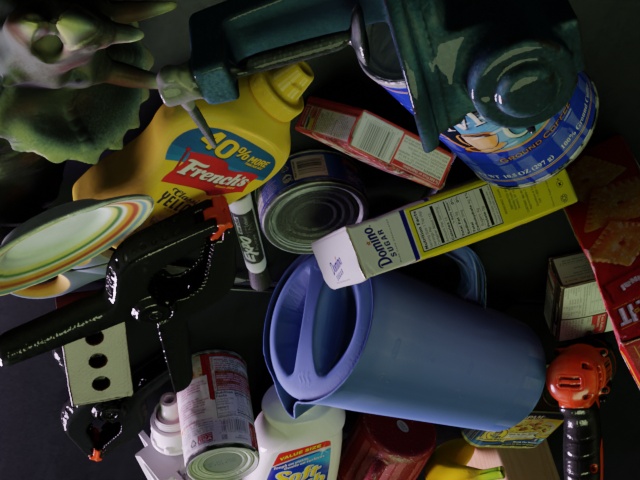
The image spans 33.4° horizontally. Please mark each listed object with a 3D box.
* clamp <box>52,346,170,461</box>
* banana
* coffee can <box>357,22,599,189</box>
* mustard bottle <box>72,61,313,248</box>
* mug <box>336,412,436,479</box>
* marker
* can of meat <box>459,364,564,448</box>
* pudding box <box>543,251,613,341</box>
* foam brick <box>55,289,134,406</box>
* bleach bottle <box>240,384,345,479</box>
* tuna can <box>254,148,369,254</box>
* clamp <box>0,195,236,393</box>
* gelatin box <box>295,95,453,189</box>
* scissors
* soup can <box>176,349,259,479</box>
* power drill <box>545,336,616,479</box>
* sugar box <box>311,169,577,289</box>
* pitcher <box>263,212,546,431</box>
[{"bbox_3d":[-0.200,0.140,0.967,0.120,0.039,0.172,17,127,-21],"label":"clamp"},{"bbox_3d":[0.140,0.235,1.093,0.069,0.037,0.198,-9,179,-2],"label":"banana"},{"bbox_3d":[0.104,-0.110,0.694,0.103,0.103,0.140,-32,137,23],"label":"coffee can"},{"bbox_3d":[-0.078,-0.062,0.739,0.192,0.058,0.096,-37,136,27],"label":"mustard bottle"},{"bbox_3d":[0.062,0.218,1.076,0.093,0.117,0.082,31,130,9],"label":"mug"},{"bbox_3d":[-0.056,0.001,0.851,0.020,0.020,0.121,-12,141,-1],"label":"marker"},{"bbox_3d":[0.202,0.171,1.097,0.102,0.057,0.084,6,140,-21],"label":"can of meat"},{"bbox_3d":[0.264,0.044,0.974,0.113,0.039,0.090,-13,139,-3],"label":"pudding box"},{"bbox_3d":[-0.184,0.086,0.872,0.053,0.051,0.078,-9,118,-12],"label":"foam brick"},{"bbox_3d":[-0.032,0.199,1.017,0.102,0.068,0.251,-5,142,-8],"label":"bleach bottle"},{"bbox_3d":[-0.006,-0.028,0.817,0.086,0.034,0.086,-7,141,-6],"label":"tuna can"},{"bbox_3d":[-0.118,0.046,0.787,0.164,0.036,0.210,21,129,-40],"label":"clamp"},{"bbox_3d":[0.038,-0.068,0.749,0.089,0.073,0.030,22,92,-34],"label":"gelatin box"},{"bbox_3d":[-0.167,0.030,0.859,0.201,0.016,0.096,21,132,-34],"label":"scissors"},{"bbox_3d":[-0.094,0.159,0.966,0.068,0.102,0.068,-8,141,-7],"label":"soup can"},{"bbox_3d":[0.249,0.185,0.997,0.057,0.187,0.184,-4,180,24],"label":"power drill"},{"bbox_3d":[0.089,-0.013,0.786,0.176,0.048,0.093,-22,179,-17],"label":"sugar box"},{"bbox_3d":[0.086,0.084,0.917,0.242,0.145,0.149,19,144,-38],"label":"pitcher"}]
